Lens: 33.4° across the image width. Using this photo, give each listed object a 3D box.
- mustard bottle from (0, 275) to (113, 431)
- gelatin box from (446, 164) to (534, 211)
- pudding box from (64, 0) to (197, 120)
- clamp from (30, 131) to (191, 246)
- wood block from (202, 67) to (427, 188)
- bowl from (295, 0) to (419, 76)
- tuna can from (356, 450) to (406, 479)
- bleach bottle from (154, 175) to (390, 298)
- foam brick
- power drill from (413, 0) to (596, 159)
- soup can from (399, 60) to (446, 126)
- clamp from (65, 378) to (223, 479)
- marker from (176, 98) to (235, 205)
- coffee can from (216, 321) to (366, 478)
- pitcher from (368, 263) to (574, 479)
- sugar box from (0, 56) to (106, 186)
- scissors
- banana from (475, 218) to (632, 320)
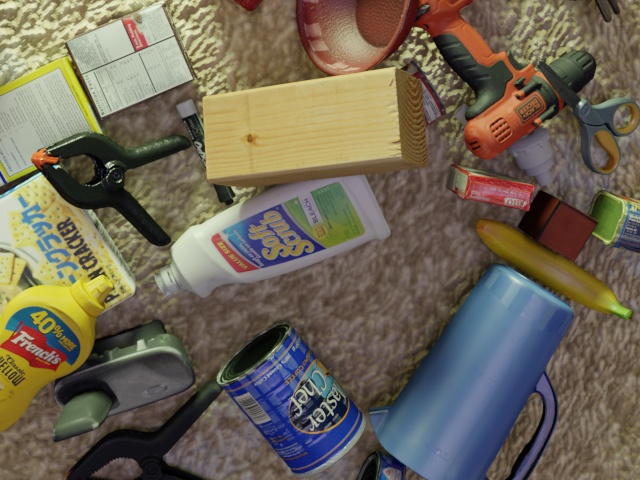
[{"bbox_3d":[-0.288,0.102,1.085,0.191,0.058,0.096,-40,108,3],"label":"mustard bottle"},{"bbox_3d":[0.182,-0.057,1.152,0.073,0.089,0.030,10,100,-8],"label":"gelatin box"},{"bbox_3d":[-0.196,-0.188,1.114,0.113,0.039,0.090,-22,103,1],"label":"pudding box"},{"bbox_3d":[-0.209,-0.075,1.101,0.171,0.039,0.120,25,74,-38],"label":"clamp"},{"bbox_3d":[-0.006,-0.110,1.071,0.206,0.090,0.091,-5,87,22],"label":"wood block"},{"bbox_3d":[0.048,-0.244,1.090,0.055,0.162,0.162,0,104,-44],"label":"bowl"},{"bbox_3d":[0.065,0.283,1.211,0.033,0.086,0.086,22,98,-8],"label":"tuna can"},{"bbox_3d":[-0.058,0.001,1.155,0.251,0.068,0.102,-25,102,2],"label":"bleach bottle"},{"bbox_3d":[0.260,-0.017,1.175,0.053,0.078,0.051,29,97,-9],"label":"foam brick"},{"bbox_3d":[0.190,-0.203,1.125,0.184,0.057,0.187,-37,97,-23],"label":"power drill"},{"bbox_3d":[0.074,-0.135,1.136,0.102,0.068,0.068,-34,103,2],"label":"soup can"},{"bbox_3d":[-0.181,0.260,1.205,0.210,0.036,0.164,-19,103,0],"label":"clamp"},{"bbox_3d":[-0.122,-0.094,1.150,0.020,0.020,0.121,-24,103,-1],"label":"marker"},{"bbox_3d":[-0.031,0.174,1.170,0.103,0.103,0.140,-37,102,2],"label":"coffee can"},{"bbox_3d":[0.182,0.157,1.178,0.149,0.145,0.243,29,95,-42],"label":"pitcher"},{"bbox_3d":[-0.323,-0.113,1.113,0.176,0.048,0.093,-24,102,3],"label":"sugar box"},{"bbox_3d":[0.292,-0.150,1.138,0.096,0.016,0.201,-46,133,-11],"label":"scissors"},{"bbox_3d":[0.256,0.028,1.189,0.198,0.070,0.037,29,81,-1],"label":"banana"}]
